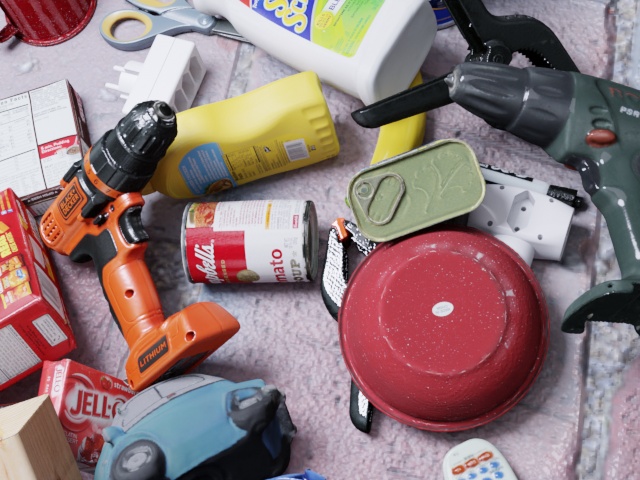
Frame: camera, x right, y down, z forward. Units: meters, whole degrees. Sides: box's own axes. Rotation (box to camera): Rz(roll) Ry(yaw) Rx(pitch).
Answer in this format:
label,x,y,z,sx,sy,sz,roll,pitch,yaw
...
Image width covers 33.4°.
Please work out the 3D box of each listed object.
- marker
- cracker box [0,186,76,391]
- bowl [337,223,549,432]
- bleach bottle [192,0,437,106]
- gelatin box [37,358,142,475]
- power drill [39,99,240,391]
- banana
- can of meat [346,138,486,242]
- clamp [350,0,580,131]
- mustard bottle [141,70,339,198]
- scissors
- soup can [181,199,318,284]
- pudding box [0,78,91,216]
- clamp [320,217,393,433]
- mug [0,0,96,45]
label,x,y,z,sx,sy,sz,roll,pitch,yaw
marker,0.156,-0.048,0.883,0.121,0.020,0.020,18,71,16
cracker box,-0.313,0.070,0.855,0.213,0.072,0.164,-30,41,-3
bowl,0.090,0.058,0.792,0.162,0.055,0.162,-2,75,7
bleach bottle,-0.029,-0.197,0.928,0.251,0.068,0.102,25,78,28
gelatin box,-0.179,0.138,0.820,0.030,0.089,0.073,-8,64,31
power drill,-0.135,0.008,0.830,0.057,0.185,0.188,-12,67,-45
banana,0.057,-0.123,0.921,0.070,0.037,0.198,0,67,9
can of meat,0.073,-0.043,0.839,0.102,0.084,0.057,-20,97,5
clamp,0.126,-0.136,0.857,0.209,0.036,0.164,24,88,-24
mustard bottle,-0.084,-0.078,0.893,0.191,0.096,0.058,-17,66,2
scissors,-0.123,-0.191,0.991,0.202,0.016,0.096,34,77,20
soup can,-0.056,0.001,0.870,0.102,0.068,0.068,-1,67,8
pudding box,-0.253,-0.080,0.953,0.090,0.039,0.113,-18,64,2
clamp,0.043,0.064,0.845,0.120,0.039,0.171,-33,67,-9
mug,-0.275,-0.235,0.997,0.093,0.081,0.117,39,78,21
